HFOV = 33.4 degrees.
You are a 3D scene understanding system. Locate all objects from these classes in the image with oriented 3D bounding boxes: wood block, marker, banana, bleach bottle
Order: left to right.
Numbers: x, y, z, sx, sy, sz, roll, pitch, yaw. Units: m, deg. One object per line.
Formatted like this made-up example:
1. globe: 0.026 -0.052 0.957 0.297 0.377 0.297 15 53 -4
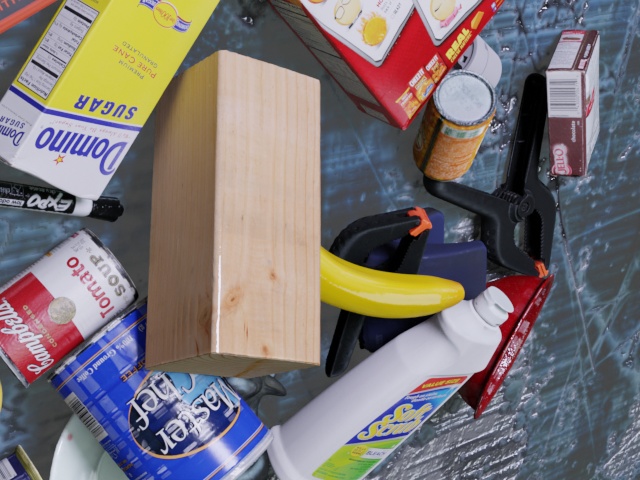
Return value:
1. marker: -0.193 -0.028 0.750 0.120 0.020 0.020 8 107 -41
2. wood block: -0.059 -0.014 0.746 0.090 0.091 0.206 11 71 -38
3. banana: 0.028 0.026 0.849 0.197 0.037 0.070 28 124 -31
4. bleach bottle: 0.066 0.128 0.940 0.102 0.068 0.251 18 125 -44

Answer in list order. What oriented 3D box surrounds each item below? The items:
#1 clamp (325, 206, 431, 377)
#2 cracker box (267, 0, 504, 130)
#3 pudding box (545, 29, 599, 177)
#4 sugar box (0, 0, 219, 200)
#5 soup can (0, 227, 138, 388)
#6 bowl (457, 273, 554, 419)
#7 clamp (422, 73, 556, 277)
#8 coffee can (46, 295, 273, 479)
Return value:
1. clamp: 0.018 0.031 0.900 0.120 0.039 0.172 30 107 -29
2. cracker box: 0.042 -0.214 0.807 0.164 0.072 0.213 -52 132 -7
3. pudding box: 0.239 -0.129 1.005 0.090 0.039 0.113 -60 149 -49
4. sugar box: -0.143 -0.118 0.712 0.176 0.048 0.093 -61 151 1
5. soup can: -0.189 0.047 0.759 0.102 0.069 0.068 -39 131 -17
6. bowl: 0.169 0.093 1.053 0.162 0.055 0.162 -54 162 -27
7. clamp: 0.190 -0.047 1.037 0.164 0.036 0.210 -47 132 -13
8. coffee can: -0.117 0.124 0.787 0.102 0.103 0.140 -40 90 -16
